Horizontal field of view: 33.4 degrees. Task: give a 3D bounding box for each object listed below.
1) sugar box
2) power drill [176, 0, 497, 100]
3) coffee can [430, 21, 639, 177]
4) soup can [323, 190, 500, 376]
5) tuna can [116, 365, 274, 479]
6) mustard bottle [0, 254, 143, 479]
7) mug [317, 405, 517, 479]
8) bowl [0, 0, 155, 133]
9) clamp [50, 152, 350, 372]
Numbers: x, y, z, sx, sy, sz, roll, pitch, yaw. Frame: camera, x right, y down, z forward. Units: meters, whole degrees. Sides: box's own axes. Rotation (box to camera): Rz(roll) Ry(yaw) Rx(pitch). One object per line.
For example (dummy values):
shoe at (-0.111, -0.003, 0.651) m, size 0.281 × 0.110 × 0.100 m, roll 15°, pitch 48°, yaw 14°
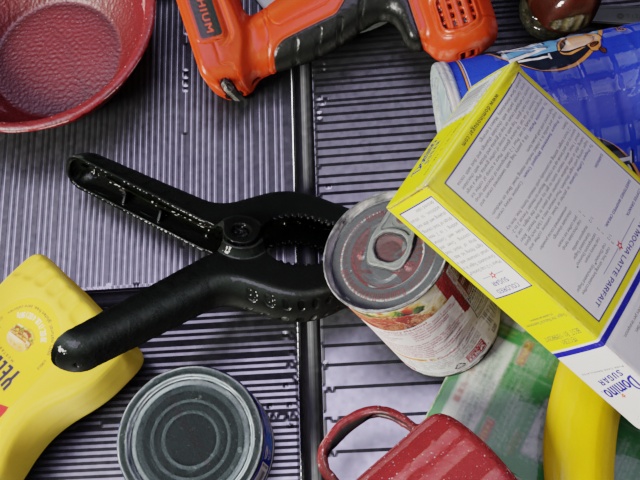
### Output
sugar box at (0.127, 0.004, 0.526) m, size 0.176 × 0.048 × 0.093 m, roll 42°, pitch 63°, yaw -11°
power drill at (0.000, -0.179, 0.666) m, size 0.188 × 0.057 × 0.184 m, roll -18°, pitch 82°, yaw 8°
coffee can at (0.142, -0.064, 0.607) m, size 0.140 × 0.103 × 0.103 m, roll -12°, pitch 69°, yaw 2°
soup can at (0.053, 0.026, 0.576) m, size 0.069 × 0.102 × 0.068 m, roll -12°, pitch 59°, yaw 21°
tuna can at (-0.071, 0.115, 0.603) m, size 0.086 × 0.034 × 0.086 m, roll -2°, pitch 70°, yaw 6°
mustard bottle at (-0.199, 0.103, 0.609) m, size 0.191 × 0.058 × 0.096 m, roll -45°, pitch 63°, yaw -9°
mug at (0.050, 0.136, 0.553) m, size 0.081 × 0.093 × 0.117 m, roll -39°, pitch 69°, yaw -13°
bowl at (-0.180, -0.132, 0.694) m, size 0.162 × 0.055 × 0.162 m, roll -2°, pitch 70°, yaw 6°
clamp at (-0.054, 0.001, 0.622) m, size 0.209 × 0.036 × 0.164 m, roll -5°, pitch 45°, yaw -14°
